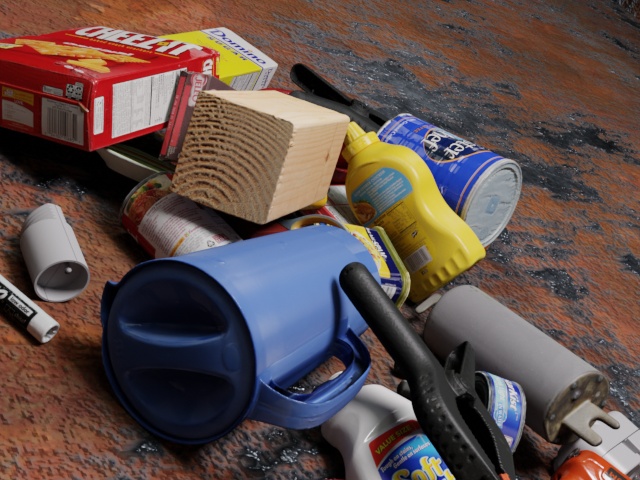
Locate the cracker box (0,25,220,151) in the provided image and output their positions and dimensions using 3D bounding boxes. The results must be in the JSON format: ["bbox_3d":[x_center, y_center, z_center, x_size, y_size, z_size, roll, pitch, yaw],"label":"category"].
[{"bbox_3d":[-0.219,-0.154,1.020,0.164,0.072,0.213,16,23,22],"label":"cracker box"}]

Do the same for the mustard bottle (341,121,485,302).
[{"bbox_3d":[0.079,-0.038,1.086,0.058,0.096,0.191,-27,81,-47],"label":"mustard bottle"}]

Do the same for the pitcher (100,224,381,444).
[{"bbox_3d":[-0.039,0.064,0.832,0.242,0.145,0.149,-20,89,-60],"label":"pitcher"}]

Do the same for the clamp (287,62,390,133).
[{"bbox_3d":[0.031,-0.138,1.204,0.171,0.039,0.120,29,29,-2],"label":"clamp"}]

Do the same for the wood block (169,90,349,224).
[{"bbox_3d":[-0.048,-0.081,0.967,0.090,0.091,0.206,20,12,11],"label":"wood block"}]

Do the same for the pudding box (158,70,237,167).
[{"bbox_3d":[-0.107,-0.107,1.042,0.039,0.090,0.113,14,-2,21],"label":"pudding box"}]

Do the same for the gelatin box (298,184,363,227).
[{"bbox_3d":[0.024,-0.026,1.144,0.089,0.030,0.073,-5,45,-47],"label":"gelatin box"}]

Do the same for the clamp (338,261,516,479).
[{"bbox_3d":[0.087,0.109,0.796,0.164,0.036,0.210,38,19,-30],"label":"clamp"}]

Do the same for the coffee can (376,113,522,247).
[{"bbox_3d":[0.129,-0.065,1.147,0.140,0.103,0.102,30,24,33],"label":"coffee can"}]

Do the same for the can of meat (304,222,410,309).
[{"bbox_3d":[0.027,0.025,1.033,0.083,0.057,0.102,11,34,-30],"label":"can of meat"}]

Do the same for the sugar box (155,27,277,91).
[{"bbox_3d":[-0.133,-0.211,1.283,0.093,0.048,0.176,36,29,12],"label":"sugar box"}]

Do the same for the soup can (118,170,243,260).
[{"bbox_3d":[-0.118,-0.003,0.927,0.102,0.069,0.068,44,30,23],"label":"soup can"}]

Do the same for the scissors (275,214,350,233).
[{"bbox_3d":[-0.057,0.001,1.018,0.202,0.096,0.016,14,-16,36],"label":"scissors"}]

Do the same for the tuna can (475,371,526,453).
[{"bbox_3d":[0.134,0.153,0.892,0.033,0.086,0.086,21,29,-14],"label":"tuna can"}]

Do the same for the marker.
[{"bbox_3d":[-0.244,0.033,0.797,0.121,0.020,0.020,38,28,14],"label":"marker"}]

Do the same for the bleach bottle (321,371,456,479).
[{"bbox_3d":[0.064,0.190,0.782,0.102,0.068,0.251,-15,41,-23],"label":"bleach bottle"}]

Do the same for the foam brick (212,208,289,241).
[{"bbox_3d":[-0.076,-0.004,0.975,0.078,0.053,0.051,37,26,33],"label":"foam brick"}]
